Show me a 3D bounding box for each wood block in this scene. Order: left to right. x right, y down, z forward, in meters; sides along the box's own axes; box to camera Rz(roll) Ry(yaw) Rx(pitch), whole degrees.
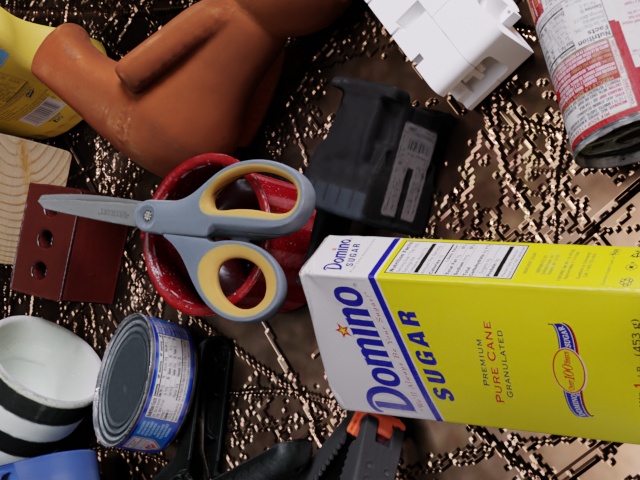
[{"bbox_3d":[-0.298,-0.044,0.807,0.206,0.090,0.091,11,90,34],"label":"wood block"}]

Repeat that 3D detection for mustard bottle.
[{"bbox_3d":[-0.238,-0.120,0.715,0.096,0.191,0.058,-29,69,27],"label":"mustard bottle"}]

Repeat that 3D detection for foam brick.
[{"bbox_3d":[-0.172,0.002,0.739,0.053,0.051,0.078,10,89,34],"label":"foam brick"}]

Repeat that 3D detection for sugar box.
[{"bbox_3d":[0.082,0.048,0.533,0.176,0.048,0.093,0,121,27],"label":"sugar box"}]

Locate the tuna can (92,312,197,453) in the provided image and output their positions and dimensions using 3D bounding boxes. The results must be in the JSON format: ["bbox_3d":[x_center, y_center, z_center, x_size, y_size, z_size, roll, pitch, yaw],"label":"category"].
[{"bbox_3d":[-0.112,0.091,0.678,0.086,0.033,0.086,-35,46,47],"label":"tuna can"}]

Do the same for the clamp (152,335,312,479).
[{"bbox_3d":[-0.067,0.156,0.650,0.120,0.039,0.171,33,106,53],"label":"clamp"}]

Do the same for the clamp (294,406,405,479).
[{"bbox_3d":[-0.016,0.189,0.597,0.210,0.036,0.165,-66,20,-8],"label":"clamp"}]

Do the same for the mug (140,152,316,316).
[{"bbox_3d":[-0.054,0.001,0.642,0.117,0.081,0.093,1,84,34],"label":"mug"}]

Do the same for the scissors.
[{"bbox_3d":[-0.088,0.005,0.604,0.202,0.016,0.096,-10,78,32],"label":"scissors"}]
